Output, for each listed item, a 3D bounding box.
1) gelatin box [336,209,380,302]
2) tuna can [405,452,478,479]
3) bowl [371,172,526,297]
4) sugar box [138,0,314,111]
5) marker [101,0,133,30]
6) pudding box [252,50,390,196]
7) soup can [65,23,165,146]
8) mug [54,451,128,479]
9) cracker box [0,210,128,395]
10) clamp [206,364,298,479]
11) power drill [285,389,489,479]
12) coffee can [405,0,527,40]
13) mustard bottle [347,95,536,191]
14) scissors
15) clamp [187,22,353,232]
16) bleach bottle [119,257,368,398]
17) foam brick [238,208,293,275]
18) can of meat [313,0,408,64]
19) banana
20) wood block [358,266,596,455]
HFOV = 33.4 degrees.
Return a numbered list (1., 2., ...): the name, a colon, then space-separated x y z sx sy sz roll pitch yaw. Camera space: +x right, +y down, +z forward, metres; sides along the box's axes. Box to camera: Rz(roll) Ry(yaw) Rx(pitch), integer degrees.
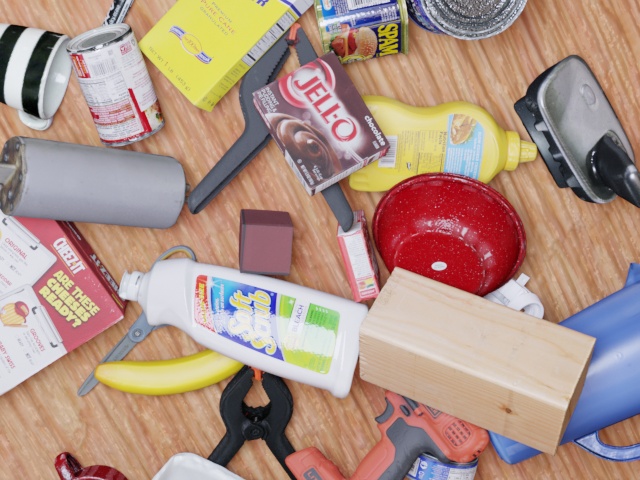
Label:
1. gelatin box: 0.040 0.014 1.096 0.030 0.089 0.073 -14 104 7
2. tuna can: 0.127 0.239 1.156 0.086 0.086 0.034 13 100 -6
3. bowl: 0.125 0.012 1.081 0.162 0.055 0.162 10 129 12
4. sugar box: -0.085 -0.221 1.043 0.093 0.048 0.176 46 99 13
5. marker: -0.206 -0.219 1.065 0.020 0.020 0.121 26 100 -9
6. pudding box: 0.000 -0.111 1.020 0.090 0.039 0.113 -30 83 -8
7. soup can: -0.200 -0.152 1.043 0.068 0.068 0.102 -16 118 0
8. mug: -0.249 0.278 1.141 0.093 0.081 0.117 -33 93 -3
9. cracker box: -0.332 0.062 1.096 0.214 0.072 0.164 -33 103 4
10. clamp: -0.061 0.203 1.152 0.120 0.039 0.172 7 118 -13
11. power drill: 0.055 0.196 1.117 0.188 0.057 0.185 -43 62 6
12. coffee can: 0.133 -0.245 1.016 0.102 0.140 0.103 -1 103 -3
13. mustard bottle: 0.126 -0.095 1.092 0.191 0.058 0.096 3 110 -4
14. scissors: -0.174 0.100 1.142 0.096 0.016 0.202 27 100 -9
15. clamp: -0.029 -0.109 1.058 0.164 0.036 0.210 14 83 6
16. bleach bottle: -0.083 0.082 1.088 0.251 0.068 0.102 14 83 2
17. foam brick: -0.057 0.001 1.095 0.051 0.078 0.053 2 103 -6
18. can of meat: 0.039 -0.213 1.039 0.084 0.102 0.057 -11 75 2
19. banana: -0.138 0.127 1.136 0.197 0.037 0.069 -23 96 -4
20. wood block: 0.149 0.116 1.039 0.206 0.090 0.091 20 143 19
